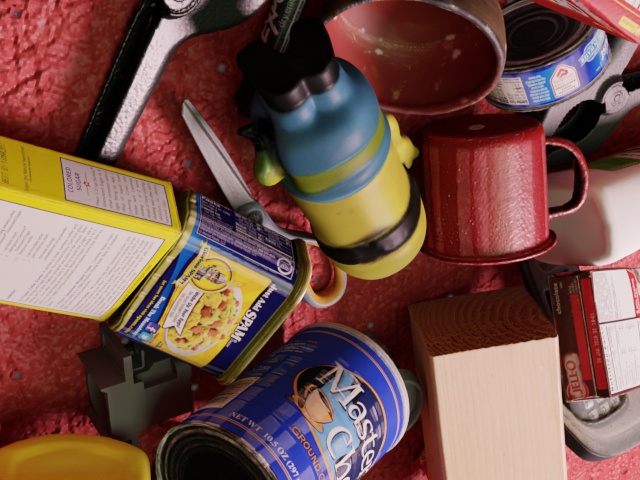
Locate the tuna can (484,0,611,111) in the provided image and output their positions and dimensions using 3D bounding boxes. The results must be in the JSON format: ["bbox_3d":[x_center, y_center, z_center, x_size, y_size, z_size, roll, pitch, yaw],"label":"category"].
[{"bbox_3d":[0.139,-0.122,0.682,0.086,0.086,0.033,-36,128,-9],"label":"tuna can"}]

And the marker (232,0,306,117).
[{"bbox_3d":[-0.023,-0.129,0.623,0.020,0.020,0.121,12,110,-36],"label":"marker"}]

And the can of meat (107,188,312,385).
[{"bbox_3d":[-0.069,0.028,0.642,0.083,0.057,0.102,27,117,-25],"label":"can of meat"}]

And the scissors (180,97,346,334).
[{"bbox_3d":[-0.054,0.001,0.673,0.096,0.016,0.201,-46,134,4],"label":"scissors"}]

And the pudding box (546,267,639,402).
[{"bbox_3d":[0.207,0.065,0.772,0.113,0.039,0.090,-1,83,-52],"label":"pudding box"}]

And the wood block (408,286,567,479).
[{"bbox_3d":[0.126,0.150,0.792,0.091,0.090,0.206,-10,112,-3],"label":"wood block"}]

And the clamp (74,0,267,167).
[{"bbox_3d":[-0.084,-0.129,0.574,0.209,0.036,0.164,-33,139,-16],"label":"clamp"}]

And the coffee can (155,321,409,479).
[{"bbox_3d":[-0.021,0.127,0.683,0.140,0.103,0.103,-34,136,-49],"label":"coffee can"}]

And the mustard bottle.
[{"bbox_3d":[-0.163,0.204,0.689,0.096,0.058,0.192,1,132,-12],"label":"mustard bottle"}]

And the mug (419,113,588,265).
[{"bbox_3d":[0.120,-0.038,0.706,0.117,0.093,0.081,-6,107,-1],"label":"mug"}]

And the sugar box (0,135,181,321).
[{"bbox_3d":[-0.174,-0.011,0.566,0.175,0.048,0.093,17,132,-35],"label":"sugar box"}]
